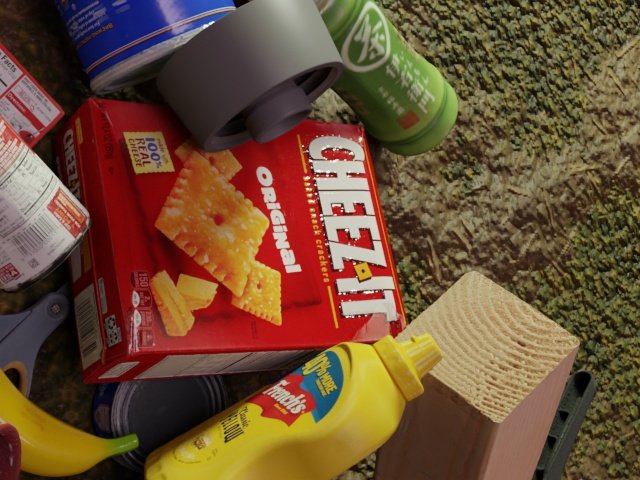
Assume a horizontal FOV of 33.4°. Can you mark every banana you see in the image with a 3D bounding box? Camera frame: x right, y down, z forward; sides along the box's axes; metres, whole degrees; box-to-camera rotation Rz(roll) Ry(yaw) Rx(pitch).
[{"bbox_3d":[-0.192,0.075,0.622,0.197,0.037,0.069,54,53,-20],"label":"banana"}]

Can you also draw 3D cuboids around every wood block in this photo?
[{"bbox_3d":[0.101,0.133,0.752,0.090,0.090,0.206,-38,150,-30],"label":"wood block"}]

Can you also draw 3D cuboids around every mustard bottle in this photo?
[{"bbox_3d":[-0.012,0.113,0.644,0.191,0.096,0.058,-31,107,-1],"label":"mustard bottle"}]

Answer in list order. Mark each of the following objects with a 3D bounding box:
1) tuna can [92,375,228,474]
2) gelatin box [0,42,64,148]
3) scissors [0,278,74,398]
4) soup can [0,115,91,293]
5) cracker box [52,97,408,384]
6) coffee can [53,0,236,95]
[{"bbox_3d":[-0.106,0.112,0.704,0.085,0.034,0.086,1,88,-36],"label":"tuna can"},{"bbox_3d":[-0.209,-0.073,0.636,0.073,0.030,0.089,49,66,-25],"label":"gelatin box"},{"bbox_3d":[-0.185,0.037,0.660,0.096,0.016,0.201,41,66,-28],"label":"scissors"},{"bbox_3d":[-0.185,-0.028,0.593,0.102,0.069,0.068,51,62,-24],"label":"soup can"},{"bbox_3d":[-0.055,0.001,0.696,0.213,0.072,0.164,1,70,-35],"label":"cracker box"},{"bbox_3d":[-0.120,-0.173,0.650,0.102,0.103,0.140,-28,97,-33],"label":"coffee can"}]
